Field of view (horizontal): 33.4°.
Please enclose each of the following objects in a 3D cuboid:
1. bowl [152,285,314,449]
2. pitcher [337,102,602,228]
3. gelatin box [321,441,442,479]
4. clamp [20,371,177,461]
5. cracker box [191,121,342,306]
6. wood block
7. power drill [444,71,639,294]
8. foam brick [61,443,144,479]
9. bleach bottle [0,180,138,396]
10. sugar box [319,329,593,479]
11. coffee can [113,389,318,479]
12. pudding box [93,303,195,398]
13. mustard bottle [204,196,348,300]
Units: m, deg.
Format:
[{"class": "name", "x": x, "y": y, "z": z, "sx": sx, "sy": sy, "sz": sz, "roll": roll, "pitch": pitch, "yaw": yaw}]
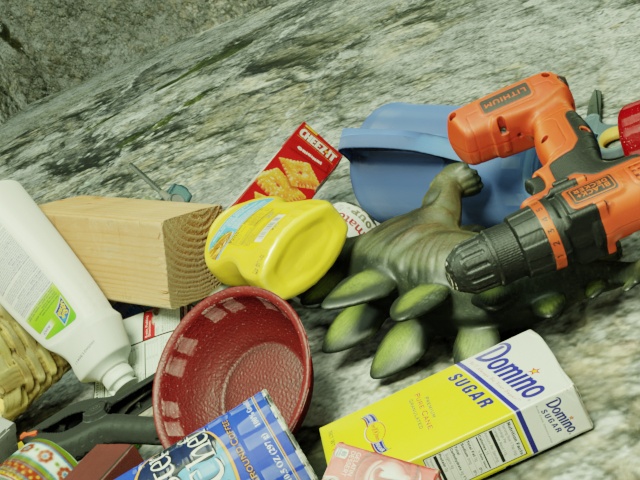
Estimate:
[{"class": "bowl", "x": -0.062, "y": 0.122, "z": 0.887, "sx": 0.162, "sy": 0.055, "sz": 0.162, "roll": -14, "pitch": 64, "yaw": 30}, {"class": "pitcher", "x": 0.142, "y": -0.074, "z": 1.045, "sx": 0.149, "sy": 0.145, "sz": 0.243, "roll": -36, "pitch": 24, "yaw": -29}, {"class": "gelatin box", "x": 0.030, "y": 0.177, "z": 0.668, "sx": 0.073, "sy": 0.030, "sz": 0.089, "roll": 11, "pitch": 59, "yaw": 28}, {"class": "clamp", "x": -0.192, "y": 0.168, "z": 0.963, "sx": 0.171, "sy": 0.039, "sz": 0.120, "roll": -25, "pitch": 15, "yaw": 4}, {"class": "cracker box", "x": -0.073, "y": -0.018, "z": 1.198, "sx": 0.164, "sy": 0.072, "sz": 0.213, "roll": -47, "pitch": 5, "yaw": 36}, {"class": "wood block", "x": -0.203, "y": 0.008, "z": 1.105, "sx": 0.206, "sy": 0.091, "sz": 0.090, "roll": 5, "pitch": 15, "yaw": 36}, {"class": "power drill", "x": 0.162, "y": -0.047, "z": 0.824, "sx": 0.184, "sy": 0.057, "sz": 0.188, "roll": -22, "pitch": 39, "yaw": 1}, {"class": "foam brick", "x": -0.182, "y": 0.214, "z": 0.887, "sx": 0.051, "sy": 0.053, "sz": 0.078, "roll": -9, "pitch": 26, "yaw": 40}, {"class": "bleach bottle", "x": -0.271, "y": 0.059, "z": 1.068, "sx": 0.067, "sy": 0.251, "sz": 0.103, "roll": -15, "pitch": -31, "yaw": -55}, {"class": "sugar box", "x": 0.090, "y": 0.131, "z": 0.749, "sx": 0.176, "sy": 0.048, "sz": 0.093, "roll": -28, "pitch": 21, "yaw": 3}, {"class": "coffee can", "x": -0.073, "y": 0.184, "z": 0.748, "sx": 0.140, "sy": 0.103, "sz": 0.103, "roll": -30, "pitch": 20, "yaw": -7}, {"class": "pudding box", "x": -0.175, "y": 0.118, "z": 1.078, "sx": 0.114, "sy": 0.039, "sz": 0.090, "roll": -21, "pitch": 53, "yaw": 22}, {"class": "mustard bottle", "x": -0.056, "y": 0.002, "z": 0.976, "sx": 0.096, "sy": 0.058, "sz": 0.192, "roll": -49, "pitch": 24, "yaw": -15}]
